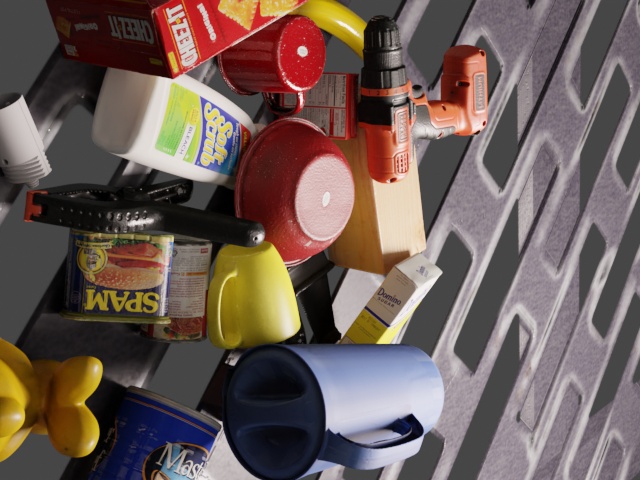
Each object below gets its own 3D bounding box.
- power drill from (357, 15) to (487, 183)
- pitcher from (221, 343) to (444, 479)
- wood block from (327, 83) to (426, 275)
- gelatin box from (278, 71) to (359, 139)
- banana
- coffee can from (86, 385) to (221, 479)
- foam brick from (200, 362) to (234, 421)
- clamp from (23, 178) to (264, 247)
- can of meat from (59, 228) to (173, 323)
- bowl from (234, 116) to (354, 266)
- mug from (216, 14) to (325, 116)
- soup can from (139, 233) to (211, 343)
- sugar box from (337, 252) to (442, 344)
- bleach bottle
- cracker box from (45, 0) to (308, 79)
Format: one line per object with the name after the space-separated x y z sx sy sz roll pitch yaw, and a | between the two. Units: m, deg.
0.115 -0.172 1.211 0.187 0.057 0.184 -22 117 -42 | power drill
0.031 0.171 1.101 0.242 0.145 0.149 1 63 -51 | pitcher
0.056 -0.076 1.276 0.090 0.090 0.206 -30 120 -43 | wood block
-0.002 -0.152 1.190 0.030 0.089 0.073 -19 113 -63 | gelatin box
0.017 -0.246 1.221 0.037 0.070 0.197 -42 139 23 | banana
-0.172 0.228 1.052 0.102 0.103 0.140 40 67 -46 | coffee can
-0.080 0.175 1.172 0.053 0.078 0.051 53 56 -41 | foam brick
-0.166 -0.027 0.986 0.209 0.165 0.036 -2 109 -41 | clamp
-0.190 0.033 1.007 0.102 0.058 0.084 4 92 -20 | can of meat
-0.014 -0.048 1.123 0.161 0.055 0.162 -11 105 -46 | bowl
-0.047 -0.187 1.136 0.093 0.082 0.117 -33 121 -42 | mug
-0.145 0.047 1.076 0.068 0.069 0.102 -2 98 -50 | soup can
0.070 0.100 1.274 0.176 0.048 0.093 -53 168 23 | sugar box
-0.116 -0.111 1.076 0.250 0.068 0.102 13 95 -57 | bleach bottle
-0.114 -0.229 0.966 0.213 0.164 0.072 -37 127 -33 | cracker box
